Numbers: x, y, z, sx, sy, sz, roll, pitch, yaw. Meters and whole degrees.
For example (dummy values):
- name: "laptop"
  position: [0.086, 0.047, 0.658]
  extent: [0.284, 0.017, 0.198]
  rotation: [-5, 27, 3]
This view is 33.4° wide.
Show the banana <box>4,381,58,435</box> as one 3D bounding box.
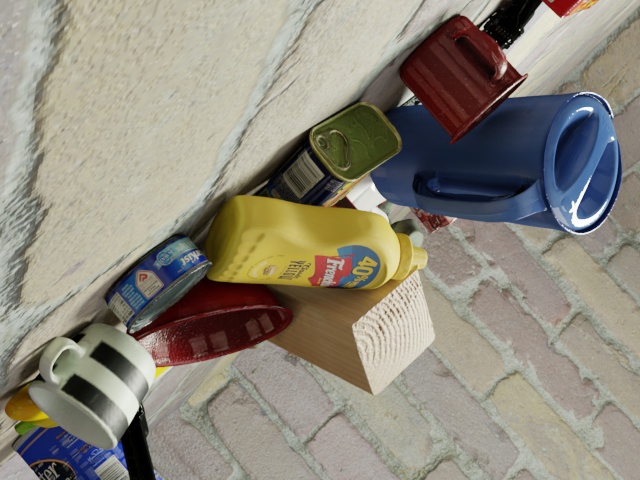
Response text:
- name: "banana"
  position: [-0.248, 0.152, 0.973]
  extent: [0.069, 0.037, 0.198]
  rotation: [-40, 175, -20]

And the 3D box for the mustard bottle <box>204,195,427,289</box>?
- name: "mustard bottle"
  position: [0.004, 0.007, 0.910]
  extent: [0.191, 0.058, 0.096]
  rotation: [6, 148, -24]

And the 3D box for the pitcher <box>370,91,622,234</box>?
- name: "pitcher"
  position: [0.159, -0.077, 1.061]
  extent: [0.243, 0.149, 0.145]
  rotation: [7, -100, 46]

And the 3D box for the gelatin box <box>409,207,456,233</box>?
- name: "gelatin box"
  position: [0.145, -0.050, 1.426]
  extent: [0.030, 0.073, 0.089]
  rotation: [-40, -178, -14]

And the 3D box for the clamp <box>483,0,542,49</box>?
- name: "clamp"
  position: [0.181, -0.211, 1.097]
  extent: [0.120, 0.039, 0.171]
  rotation: [-40, 176, 4]

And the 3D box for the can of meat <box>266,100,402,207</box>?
- name: "can of meat"
  position: [0.010, -0.066, 0.934]
  extent: [0.101, 0.057, 0.084]
  rotation: [-36, 176, -46]

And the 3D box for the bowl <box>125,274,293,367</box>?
- name: "bowl"
  position: [-0.109, 0.065, 0.967]
  extent: [0.162, 0.055, 0.162]
  rotation: [-14, 162, -5]

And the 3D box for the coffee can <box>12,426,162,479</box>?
- name: "coffee can"
  position: [-0.256, 0.249, 1.182]
  extent: [0.103, 0.140, 0.103]
  rotation: [-41, 176, -4]

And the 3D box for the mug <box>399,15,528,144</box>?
- name: "mug"
  position: [0.128, -0.150, 0.950]
  extent: [0.093, 0.081, 0.117]
  rotation: [-40, 176, -18]

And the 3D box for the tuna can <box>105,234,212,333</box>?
- name: "tuna can"
  position: [-0.130, 0.034, 0.854]
  extent: [0.086, 0.034, 0.086]
  rotation: [-41, 175, -4]

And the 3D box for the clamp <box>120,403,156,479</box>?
- name: "clamp"
  position: [-0.210, 0.171, 1.130]
  extent: [0.036, 0.164, 0.210]
  rotation: [-19, -164, -6]

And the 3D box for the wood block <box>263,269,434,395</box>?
- name: "wood block"
  position: [-0.003, 0.056, 1.027]
  extent: [0.206, 0.090, 0.090]
  rotation: [21, -130, 43]
